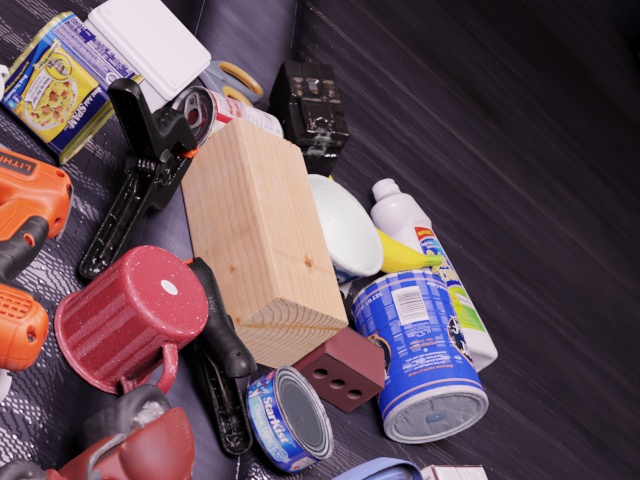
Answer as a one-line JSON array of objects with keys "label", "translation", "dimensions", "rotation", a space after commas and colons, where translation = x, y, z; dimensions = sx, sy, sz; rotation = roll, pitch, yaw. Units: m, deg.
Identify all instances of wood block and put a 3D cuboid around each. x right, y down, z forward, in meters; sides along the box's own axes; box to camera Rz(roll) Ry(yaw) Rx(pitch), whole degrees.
[{"label": "wood block", "translation": [-0.056, 0.001, 0.980], "dimensions": [0.090, 0.090, 0.206], "rotation": [24, 39, -42]}]

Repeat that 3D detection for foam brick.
[{"label": "foam brick", "translation": [0.015, 0.115, 0.993], "dimensions": [0.078, 0.053, 0.051], "rotation": [34, 34, -27]}]

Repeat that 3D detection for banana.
[{"label": "banana", "translation": [0.038, -0.020, 1.162], "dimensions": [0.198, 0.037, 0.069], "rotation": [40, 32, 14]}]

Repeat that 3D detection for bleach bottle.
[{"label": "bleach bottle", "translation": [0.110, 0.033, 1.208], "dimensions": [0.102, 0.068, 0.251], "rotation": [18, 42, -48]}]

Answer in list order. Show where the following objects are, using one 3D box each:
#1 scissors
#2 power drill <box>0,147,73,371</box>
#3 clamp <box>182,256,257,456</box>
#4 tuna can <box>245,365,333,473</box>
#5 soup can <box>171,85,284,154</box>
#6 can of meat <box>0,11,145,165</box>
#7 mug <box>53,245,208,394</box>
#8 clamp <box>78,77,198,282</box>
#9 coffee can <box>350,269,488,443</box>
[{"label": "scissors", "translation": [-0.134, -0.180, 1.144], "dimensions": [0.201, 0.016, 0.096], "rotation": [20, 43, -44]}, {"label": "power drill", "translation": [-0.254, -0.001, 0.708], "dimensions": [0.184, 0.057, 0.187], "rotation": [21, 32, -8]}, {"label": "clamp", "translation": [-0.085, 0.074, 0.852], "dimensions": [0.039, 0.120, 0.171], "rotation": [-11, 58, -23]}, {"label": "tuna can", "translation": [-0.026, 0.150, 0.895], "dimensions": [0.086, 0.034, 0.086], "rotation": [52, 19, -26]}, {"label": "soup can", "translation": [-0.094, -0.107, 1.068], "dimensions": [0.102, 0.069, 0.068], "rotation": [16, 45, -47]}, {"label": "can of meat", "translation": [-0.212, -0.128, 0.891], "dimensions": [0.084, 0.102, 0.057], "rotation": [44, 29, -9]}, {"label": "mug", "translation": [-0.136, 0.067, 0.801], "dimensions": [0.093, 0.082, 0.117], "rotation": [18, 43, -45]}, {"label": "clamp", "translation": [-0.146, -0.072, 0.906], "dimensions": [0.036, 0.165, 0.209], "rotation": [16, 22, 7]}, {"label": "coffee can", "translation": [0.096, 0.114, 1.055], "dimensions": [0.102, 0.103, 0.140], "rotation": [22, 41, -42]}]
